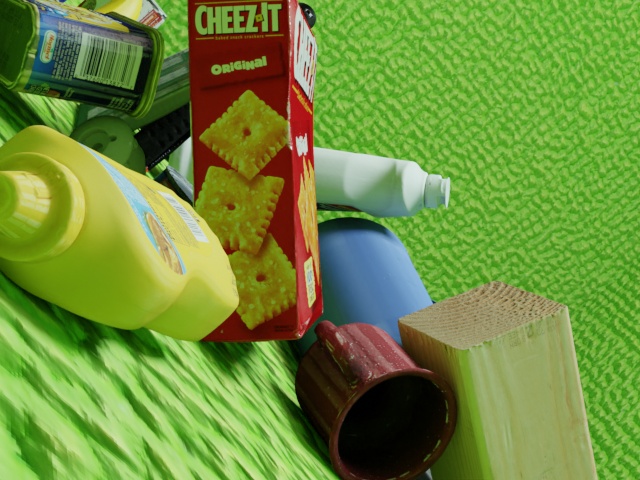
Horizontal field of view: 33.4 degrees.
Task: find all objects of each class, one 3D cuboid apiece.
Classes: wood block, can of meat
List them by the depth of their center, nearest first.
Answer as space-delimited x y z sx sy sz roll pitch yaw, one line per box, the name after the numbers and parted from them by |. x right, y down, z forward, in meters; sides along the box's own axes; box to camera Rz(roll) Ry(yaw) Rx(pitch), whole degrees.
-0.157 -0.117 0.659 0.083 0.057 0.102 8 15 -37 | can of meat
0.132 0.145 0.764 0.091 0.090 0.206 23 -51 63 | wood block

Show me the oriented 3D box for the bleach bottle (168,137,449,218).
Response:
-0.007 -0.057 0.991 0.251 0.068 0.102 6 -8 12 | bleach bottle

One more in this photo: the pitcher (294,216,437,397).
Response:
0.052 0.083 0.908 0.243 0.149 0.145 -116 -179 -67 | pitcher

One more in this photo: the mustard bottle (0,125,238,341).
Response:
-0.097 -0.003 0.465 0.096 0.058 0.191 51 3 12 | mustard bottle

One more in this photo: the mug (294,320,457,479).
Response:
0.027 0.100 0.718 0.117 0.093 0.082 57 -6 -33 | mug

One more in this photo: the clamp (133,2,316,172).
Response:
-0.094 -0.120 0.897 0.036 0.165 0.209 48 44 -5 | clamp

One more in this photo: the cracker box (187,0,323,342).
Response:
-0.038 -0.046 0.707 0.164 0.072 0.214 4 85 -86 | cracker box
